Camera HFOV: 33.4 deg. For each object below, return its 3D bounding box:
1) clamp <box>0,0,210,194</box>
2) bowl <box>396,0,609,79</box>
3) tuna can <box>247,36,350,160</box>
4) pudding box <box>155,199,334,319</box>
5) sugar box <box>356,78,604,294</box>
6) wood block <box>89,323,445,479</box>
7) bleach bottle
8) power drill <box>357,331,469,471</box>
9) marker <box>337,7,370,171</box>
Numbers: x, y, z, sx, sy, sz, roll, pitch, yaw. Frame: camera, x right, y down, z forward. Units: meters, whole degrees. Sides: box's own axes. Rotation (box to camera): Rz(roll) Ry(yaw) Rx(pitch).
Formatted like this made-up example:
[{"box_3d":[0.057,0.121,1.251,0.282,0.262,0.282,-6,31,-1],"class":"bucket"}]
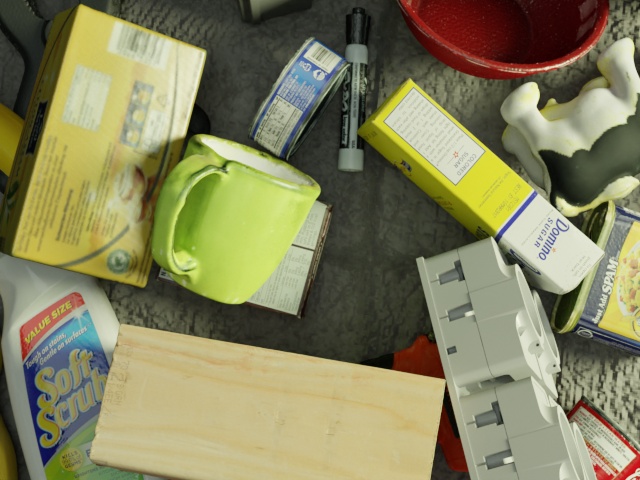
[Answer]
[{"box_3d":[-0.175,-0.147,0.788,0.164,0.036,0.210,-9,92,0],"class":"clamp"},{"box_3d":[0.117,-0.169,0.754,0.162,0.055,0.162,5,62,-10],"class":"bowl"},{"box_3d":[-0.015,-0.100,0.759,0.034,0.086,0.086,33,89,0],"class":"tuna can"},{"box_3d":[-0.055,0.001,0.781,0.113,0.039,0.090,16,89,4],"class":"pudding box"},{"box_3d":[0.107,-0.035,0.741,0.176,0.093,0.048,43,89,-3],"class":"sugar box"},{"box_3d":[-0.031,0.121,0.691,0.206,0.091,0.090,9,75,5],"class":"wood block"},{"box_3d":[-0.186,0.097,0.769,0.102,0.068,0.251,-21,86,-5],"class":"bleach bottle"},{"box_3d":[0.025,0.154,0.764,0.187,0.057,0.184,-17,88,1],"class":"power drill"},{"box_3d":[0.025,-0.112,0.791,0.020,0.020,0.121,3,89,1],"class":"marker"}]
